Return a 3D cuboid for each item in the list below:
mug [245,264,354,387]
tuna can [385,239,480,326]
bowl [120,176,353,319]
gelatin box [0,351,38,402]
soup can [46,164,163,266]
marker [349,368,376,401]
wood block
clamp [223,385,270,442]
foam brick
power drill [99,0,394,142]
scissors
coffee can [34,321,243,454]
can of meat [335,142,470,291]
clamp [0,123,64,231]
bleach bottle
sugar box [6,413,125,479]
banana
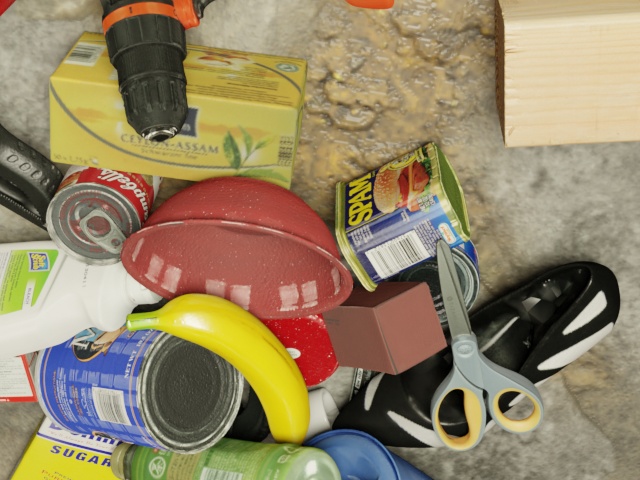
[{"bbox_3d":[-0.025,0.055,0.851,0.093,0.081,0.117,-23,117,17],"label":"mug"},{"bbox_3d":[0.084,0.028,0.853,0.086,0.033,0.086,2,121,3],"label":"tuna can"},{"bbox_3d":[-0.055,0.001,0.744,0.162,0.055,0.162,6,154,3],"label":"bowl"},{"bbox_3d":[-0.286,0.099,0.929,0.073,0.030,0.089,-3,121,8],"label":"gelatin box"},{"bbox_3d":[-0.157,-0.036,0.793,0.068,0.102,0.068,2,121,3],"label":"soup can"},{"bbox_3d":[0.034,0.141,0.935,0.020,0.020,0.121,9,122,-1],"label":"marker"},{"bbox_3d":[0.224,-0.124,0.717,0.206,0.090,0.091,-2,120,6],"label":"wood block"},{"bbox_3d":[-0.076,0.166,0.920,0.120,0.039,0.172,47,120,19],"label":"clamp"},{"bbox_3d":[0.045,0.062,0.785,0.051,0.078,0.053,-23,101,-28],"label":"foam brick"},{"bbox_3d":[-0.051,-0.165,0.683,0.187,0.057,0.184,-13,76,5],"label":"power drill"},{"bbox_3d":[0.126,0.083,0.794,0.096,0.016,0.202,2,126,1],"label":"scissors"},{"bbox_3d":[-0.145,0.110,0.848,0.141,0.102,0.102,-1,128,44],"label":"coffee can"},{"bbox_3d":[0.061,-0.021,0.787,0.084,0.102,0.057,-25,117,16],"label":"can of meat"},{"bbox_3d":[-0.246,-0.070,0.780,0.165,0.036,0.209,-1,145,45],"label":"clamp"},{"bbox_3d":[-0.241,0.051,0.835,0.251,0.102,0.068,-6,153,18],"label":"bleach bottle"},{"bbox_3d":[-0.222,0.200,0.976,0.093,0.048,0.176,27,121,-12],"label":"sugar box"},{"bbox_3d":[-0.055,0.094,0.797,0.070,0.037,0.197,-24,128,26],"label":"banana"}]
